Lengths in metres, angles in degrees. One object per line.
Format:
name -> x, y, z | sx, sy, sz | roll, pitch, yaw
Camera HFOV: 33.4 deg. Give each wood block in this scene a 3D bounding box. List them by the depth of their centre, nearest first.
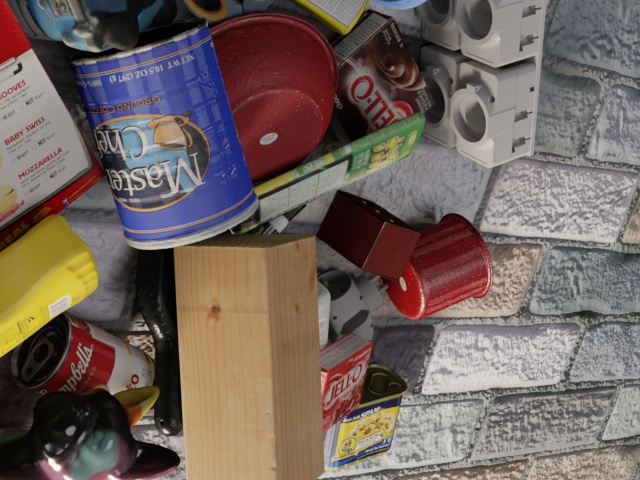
wood block -> -0.057, 0.102, 0.883 | 0.090, 0.091, 0.206 | -15, 104, -64

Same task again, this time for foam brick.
foam brick -> 0.045, -0.005, 1.003 | 0.052, 0.078, 0.051 | 18, 103, -43

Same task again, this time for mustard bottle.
mustard bottle -> -0.244, 0.062, 0.730 | 0.191, 0.058, 0.096 | -39, 173, -22

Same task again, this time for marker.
marker -> -0.056, 0.001, 0.967 | 0.121, 0.020, 0.020 | -47, 134, -8

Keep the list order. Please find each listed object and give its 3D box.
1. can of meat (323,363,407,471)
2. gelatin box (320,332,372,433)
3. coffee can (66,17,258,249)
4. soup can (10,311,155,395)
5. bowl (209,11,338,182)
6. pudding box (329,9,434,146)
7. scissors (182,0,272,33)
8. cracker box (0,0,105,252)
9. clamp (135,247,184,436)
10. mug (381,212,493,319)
can of meat -> 0.035, 0.185, 1.117 | 0.101, 0.058, 0.084 | -10, 122, -34
gelatin box -> 0.012, 0.136, 1.006 | 0.089, 0.030, 0.073 | -25, 130, -56
coffee can -> -0.111, -0.078, 0.768 | 0.102, 0.103, 0.140 | -25, 112, -26
soup can -> -0.194, 0.105, 0.881 | 0.102, 0.069, 0.068 | 35, 90, -45
bowl -> -0.050, -0.100, 0.856 | 0.162, 0.055, 0.162 | -16, 139, -15
pudding box -> 0.043, -0.136, 0.956 | 0.090, 0.039, 0.113 | -44, 133, -10
scissors -> -0.050, -0.166, 0.844 | 0.096, 0.016, 0.201 | -27, 141, 4
cracker box -> -0.254, -0.070, 0.697 | 0.164, 0.072, 0.213 | -41, 149, -14
clamp -> -0.125, 0.076, 0.900 | 0.039, 0.120, 0.171 | -11, 112, 16
mug -> 0.110, 0.034, 1.080 | 0.081, 0.093, 0.117 | -21, 162, -23
